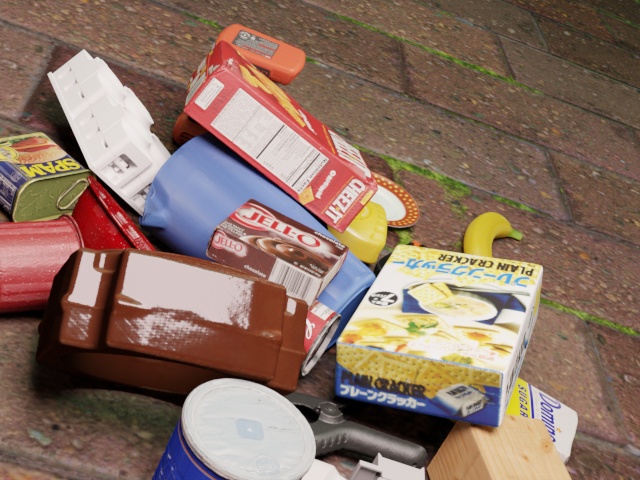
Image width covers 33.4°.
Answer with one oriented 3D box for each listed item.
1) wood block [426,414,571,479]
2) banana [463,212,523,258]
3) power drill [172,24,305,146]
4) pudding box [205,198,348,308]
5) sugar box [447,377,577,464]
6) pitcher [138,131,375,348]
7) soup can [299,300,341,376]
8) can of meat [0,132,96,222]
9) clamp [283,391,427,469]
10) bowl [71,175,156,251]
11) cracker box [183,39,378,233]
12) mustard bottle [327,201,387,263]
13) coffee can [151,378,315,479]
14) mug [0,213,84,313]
[{"bbox_3d":[0.176,0.257,0.939,0.090,0.091,0.206,12,33,-22],"label":"wood block"},{"bbox_3d":[0.223,0.004,1.418,0.070,0.037,0.197,30,30,10],"label":"banana"},{"bbox_3d":[-0.079,-0.155,1.293,0.184,0.188,0.057,22,42,-1],"label":"power drill"},{"bbox_3d":[-0.039,0.010,1.006,0.113,0.039,0.090,29,27,7],"label":"pudding box"},{"bbox_3d":[0.181,0.171,1.120,0.176,0.048,0.093,28,27,7],"label":"sugar box"},{"bbox_3d":[-0.057,0.001,1.125,0.243,0.149,0.145,39,-6,15],"label":"pitcher"},{"bbox_3d":[-0.041,0.073,1.014,0.102,0.069,0.068,32,31,11],"label":"soup can"},{"bbox_3d":[-0.302,-0.066,1.117,0.084,0.057,0.101,38,32,25],"label":"can of meat"},{"bbox_3d":[0.014,0.176,0.989,0.171,0.039,0.120,-2,24,-31],"label":"clamp"},{"bbox_3d":[-0.192,0.017,1.024,0.162,0.055,0.162,52,-3,4],"label":"bowl"},{"bbox_3d":[-0.044,-0.118,1.161,0.213,0.072,0.164,37,12,-15],"label":"cracker box"},{"bbox_3d":[-0.017,-0.036,1.281,0.191,0.058,0.096,18,34,-12],"label":"mustard bottle"},{"bbox_3d":[-0.077,0.189,0.805,0.102,0.140,0.103,19,31,-12],"label":"coffee can"},{"bbox_3d":[-0.275,0.022,0.982,0.081,0.093,0.117,-4,10,-33],"label":"mug"}]
